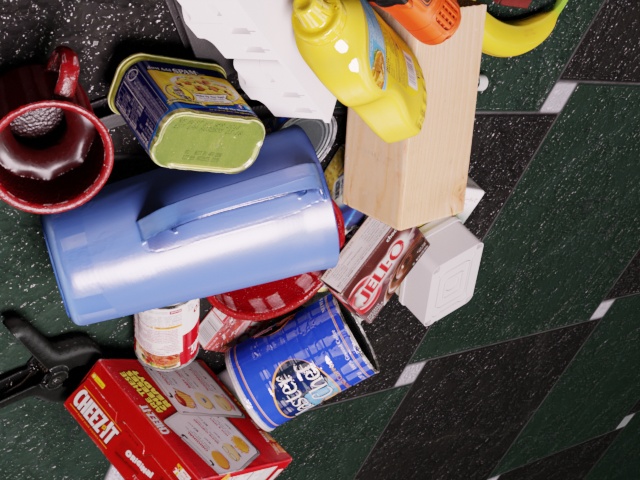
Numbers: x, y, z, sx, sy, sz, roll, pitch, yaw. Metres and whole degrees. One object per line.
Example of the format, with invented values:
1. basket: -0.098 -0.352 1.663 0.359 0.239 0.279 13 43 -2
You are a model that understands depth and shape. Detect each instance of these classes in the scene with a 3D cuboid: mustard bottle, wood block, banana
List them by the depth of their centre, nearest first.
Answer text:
1. mustard bottle: 0.027 -0.150 0.850 0.058 0.096 0.191 -14 162 21
2. wood block: 0.086 -0.127 1.017 0.090 0.090 0.206 -16 120 -37
3. banana: 0.189 -0.228 1.126 0.197 0.037 0.070 -10 113 -44

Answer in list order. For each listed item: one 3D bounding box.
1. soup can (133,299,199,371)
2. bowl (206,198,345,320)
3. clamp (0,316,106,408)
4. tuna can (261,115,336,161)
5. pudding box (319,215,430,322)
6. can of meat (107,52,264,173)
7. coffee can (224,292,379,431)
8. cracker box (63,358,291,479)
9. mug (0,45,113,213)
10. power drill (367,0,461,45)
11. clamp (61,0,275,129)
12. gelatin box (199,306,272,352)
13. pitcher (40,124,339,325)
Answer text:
1. soup can: -0.156 0.074 1.076 0.068 0.069 0.102 -24 144 -27
2. bowl: -0.057 0.001 1.088 0.161 0.055 0.162 -16 129 -22
3. clamp: -0.265 0.118 1.037 0.171 0.039 0.120 -6 138 -53
4. tuna can: -0.028 -0.101 1.037 0.086 0.034 0.086 -28 146 -22
5. pudding box: 0.059 0.023 1.130 0.113 0.039 0.090 -54 149 -6
6. can of meat: -0.104 -0.099 0.845 0.101 0.084 0.057 2 126 -39
7. coffee can: -0.020 0.133 1.174 0.140 0.103 0.102 -29 149 7
8. cracker box: -0.144 0.202 1.116 0.072 0.164 0.213 -50 160 11
9. mug: -0.204 -0.090 0.795 0.093 0.081 0.117 7 120 -27
10. power drill: 0.079 -0.278 0.859 0.184 0.057 0.187 34 82 -43
11. clamp: -0.100 -0.148 0.899 0.209 0.036 0.165 3 127 -45
12. gelatin box: -0.089 0.086 1.199 0.089 0.030 0.073 -50 148 14
13. pitcher: -0.111 -0.011 0.922 0.242 0.145 0.149 -16 129 -12
